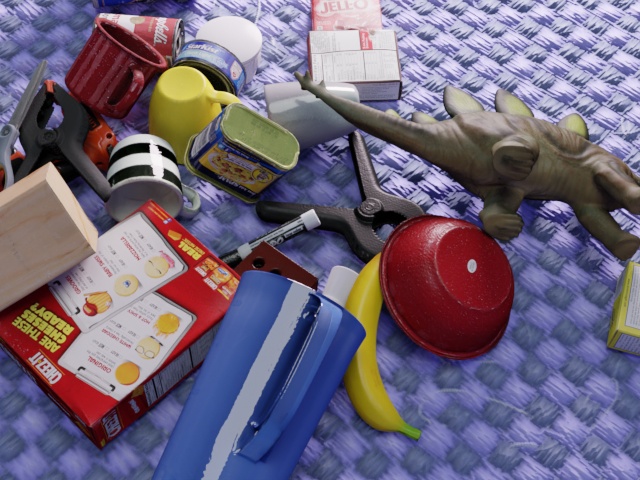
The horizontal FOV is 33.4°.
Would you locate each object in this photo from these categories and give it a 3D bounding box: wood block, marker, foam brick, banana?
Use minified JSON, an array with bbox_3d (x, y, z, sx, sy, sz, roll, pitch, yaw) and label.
[{"bbox_3d":[-0.333,0.020,1.058,0.206,0.090,0.091,-31,18,-1],"label":"wood block"},{"bbox_3d":[-0.058,0.001,1.151,0.121,0.020,0.020,-27,60,3],"label":"marker"},{"bbox_3d":[-0.048,0.048,1.120,0.078,0.051,0.053,33,61,19],"label":"foam brick"},{"bbox_3d":[0.052,0.108,1.078,0.069,0.037,0.198,-2,72,-17],"label":"banana"}]

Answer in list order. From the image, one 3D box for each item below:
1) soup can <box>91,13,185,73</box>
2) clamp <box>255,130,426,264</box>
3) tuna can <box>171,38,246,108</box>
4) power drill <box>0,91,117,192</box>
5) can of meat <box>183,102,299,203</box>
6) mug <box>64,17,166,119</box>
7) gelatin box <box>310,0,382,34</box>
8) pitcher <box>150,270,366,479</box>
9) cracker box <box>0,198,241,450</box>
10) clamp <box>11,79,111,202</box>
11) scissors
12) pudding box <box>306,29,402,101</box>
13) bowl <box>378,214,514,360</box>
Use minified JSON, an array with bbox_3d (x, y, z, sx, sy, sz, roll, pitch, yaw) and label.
[{"bbox_3d":[-0.220,-0.239,1.297,0.102,0.068,0.068,5,56,2],"label":"soup can"},{"bbox_3d":[0.043,-0.023,1.179,0.164,0.036,0.210,-34,60,-21],"label":"clamp"},{"bbox_3d":[-0.133,-0.195,1.259,0.086,0.086,0.033,18,59,10],"label":"tuna can"},{"bbox_3d":[-0.336,-0.101,1.210,0.187,0.057,0.184,-31,66,-17],"label":"power drill"},{"bbox_3d":[-0.085,-0.096,1.171,0.102,0.084,0.057,28,54,-22],"label":"can of meat"},{"bbox_3d":[-0.228,-0.184,1.193,0.081,0.093,0.117,-53,44,15],"label":"mug"},{"bbox_3d":[0.032,-0.282,1.354,0.089,0.030,0.073,-1,56,-3],"label":"gelatin box"},{"bbox_3d":[-0.061,0.157,0.977,0.145,0.149,0.242,15,68,28],"label":"pitcher"},{"bbox_3d":[-0.197,0.081,1.084,0.164,0.072,0.213,39,65,23],"label":"cracker box"},{"bbox_3d":[-0.278,-0.099,1.152,0.120,0.039,0.171,-1,64,3],"label":"clamp"},{"bbox_3d":[-0.353,-0.105,1.151,0.096,0.016,0.201,-6,61,21],"label":"scissors"},{"bbox_3d":[0.041,-0.214,1.305,0.113,0.039,0.090,-2,57,-1],"label":"pudding box"},{"bbox_3d":[0.142,0.038,1.093,0.161,0.055,0.162,11,63,-23],"label":"bowl"}]
